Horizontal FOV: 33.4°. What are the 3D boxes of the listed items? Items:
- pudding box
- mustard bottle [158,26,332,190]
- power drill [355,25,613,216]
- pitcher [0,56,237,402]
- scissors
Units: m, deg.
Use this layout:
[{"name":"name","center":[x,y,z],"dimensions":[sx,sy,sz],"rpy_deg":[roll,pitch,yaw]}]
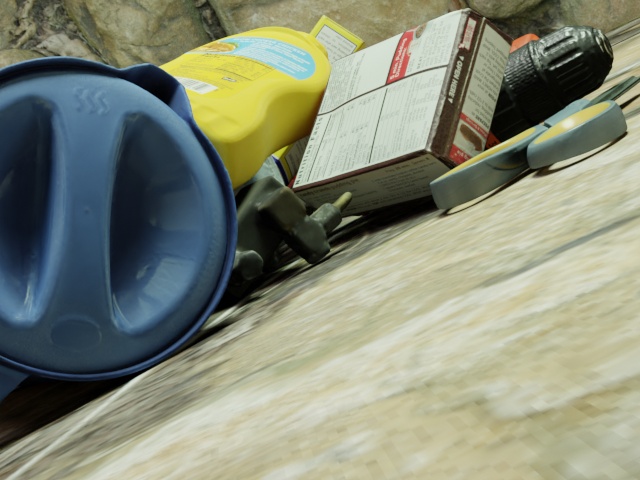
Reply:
[{"name":"pudding box","center":[0.041,-0.064,0.564],"dimensions":[0.114,0.039,0.090],"rpy_deg":[-14,53,52]},{"name":"mustard bottle","center":[-0.046,-0.084,0.624],"dimensions":[0.096,0.058,0.191],"rpy_deg":[15,30,23]},{"name":"power drill","center":[0.104,-0.087,0.675],"dimensions":[0.185,0.057,0.187],"rpy_deg":[-25,4,25]},{"name":"pitcher","center":[-0.149,0.020,0.522],"dimensions":[0.149,0.145,0.243],"rpy_deg":[-14,-5,-28]},{"name":"scissors","center":[0.132,-0.061,0.507],"dimensions":[0.201,0.016,0.096],"rpy_deg":[-29,7,-35]}]
